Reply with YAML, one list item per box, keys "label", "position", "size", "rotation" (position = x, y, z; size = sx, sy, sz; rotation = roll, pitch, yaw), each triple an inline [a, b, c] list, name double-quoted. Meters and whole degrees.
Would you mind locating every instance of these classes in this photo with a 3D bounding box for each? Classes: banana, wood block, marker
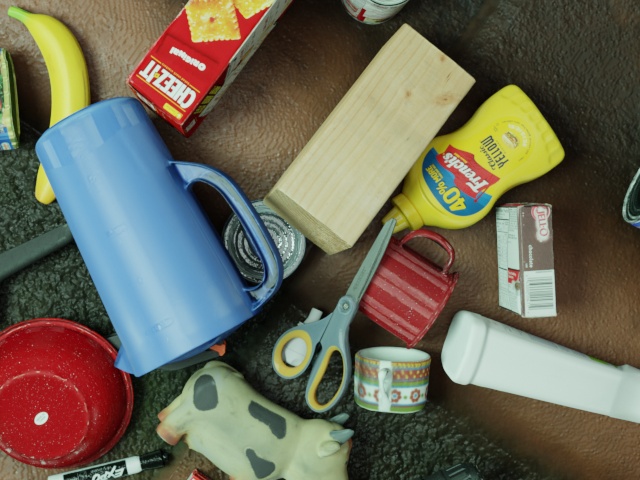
- label: "banana"
  position: [-0.259, -0.137, 1.054]
  size: [0.070, 0.037, 0.198]
  rotation: [-7, 91, 18]
- label: "wood block"
  position: [0.045, -0.096, 1.037]
  size: [0.090, 0.091, 0.206]
  rotation: [38, 78, -6]
- label: "marker"
  position: [-0.213, 0.233, 1.078]
  size: [0.121, 0.020, 0.020]
  rotation: [-13, 93, -5]

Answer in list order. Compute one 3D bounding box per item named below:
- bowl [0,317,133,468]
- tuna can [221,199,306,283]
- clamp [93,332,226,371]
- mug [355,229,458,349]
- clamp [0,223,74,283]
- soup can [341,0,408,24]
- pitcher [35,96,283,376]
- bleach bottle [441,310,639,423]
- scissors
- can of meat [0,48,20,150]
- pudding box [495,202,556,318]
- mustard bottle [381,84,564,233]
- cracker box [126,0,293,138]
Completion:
- label: "bowl"
  position: [-0.266, 0.160, 1.036]
  size: [0.162, 0.055, 0.162]
  rotation: [0, 105, -1]
- label: "tuna can"
  position: [-0.057, 0.001, 1.077]
  size: [0.086, 0.034, 0.086]
  rotation: [0, 92, -6]
- label: "clamp"
  position: [-0.176, 0.074, 1.065]
  size: [0.171, 0.039, 0.120]
  rotation: [8, 101, -6]
- label: "mug"
  position: [0.085, 0.039, 1.060]
  size: [0.081, 0.093, 0.117]
  rotation: [33, 115, -1]
- label: "clamp"
  position: [-0.339, 0.033, 1.044]
  size: [0.164, 0.036, 0.210]
  rotation: [21, 91, 5]
- label: "soup can"
  position: [0.058, -0.254, 1.044]
  size: [0.068, 0.102, 0.068]
  rotation: [0, 92, -5]
- label: "pitcher"
  position: [-0.154, -0.010, 0.987]
  size: [0.149, 0.145, 0.243]
  rotation: [-27, 89, -32]
- label: "bleach bottle"
  position: [0.253, 0.138, 1.077]
  size: [0.250, 0.102, 0.068]
  rotation: [17, 95, -5]
- label: "scissors"
  position: [0.009, 0.065, 1.036]
  size: [0.096, 0.016, 0.202]
  rotation: [17, 97, 29]
- label: "can of meat"
  position: [-0.336, -0.132, 1.024]
  size: [0.084, 0.057, 0.102]
  rotation: [-7, 72, -8]
- label: "pudding box"
  position: [0.206, 0.018, 1.075]
  size: [0.039, 0.090, 0.113]
  rotation: [-2, 93, -4]
- label: "mustard bottle"
  position: [0.144, -0.068, 1.081]
  size: [0.191, 0.058, 0.096]
  rotation: [-35, 90, -3]
- label: "cracker box"
  position: [-0.089, -0.205, 1.001]
  size: [0.072, 0.164, 0.213]
  rotation: [37, 88, -4]
